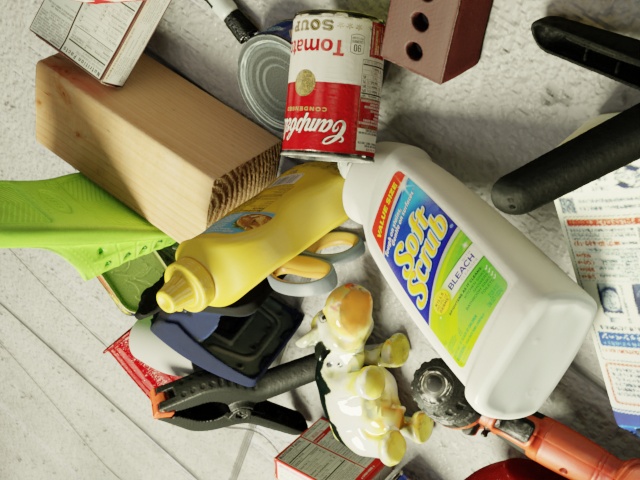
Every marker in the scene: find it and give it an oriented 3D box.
[{"bbox_3d":[-0.092,-0.205,0.856,0.121,0.020,0.020,51,139,3],"label":"marker"}]

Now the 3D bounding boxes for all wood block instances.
[{"bbox_3d":[-0.145,-0.086,0.931,0.206,0.090,0.090,33,135,21],"label":"wood block"}]

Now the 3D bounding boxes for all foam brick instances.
[{"bbox_3d":[0.080,-0.153,0.711,0.053,0.051,0.078,30,134,25],"label":"foam brick"}]

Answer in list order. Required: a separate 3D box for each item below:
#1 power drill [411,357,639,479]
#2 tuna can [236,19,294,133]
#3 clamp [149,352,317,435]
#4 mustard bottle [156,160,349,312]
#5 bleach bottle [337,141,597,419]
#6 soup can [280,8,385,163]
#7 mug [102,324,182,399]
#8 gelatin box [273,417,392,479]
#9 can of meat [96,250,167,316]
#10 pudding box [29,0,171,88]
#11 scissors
[{"bbox_3d":[0.159,0.142,0.769,0.188,0.184,0.057,29,90,21],"label":"power drill"},{"bbox_3d":[-0.024,-0.127,0.836,0.086,0.033,0.086,23,130,30],"label":"tuna can"},{"bbox_3d":[-0.067,0.140,0.982,0.120,0.171,0.039,-63,36,34],"label":"clamp"},{"bbox_3d":[-0.055,0.001,0.832,0.096,0.191,0.058,-6,112,44],"label":"mustard bottle"},{"bbox_3d":[0.080,0.008,0.752,0.251,0.067,0.103,48,118,46],"label":"bleach bottle"},{"bbox_3d":[0.010,-0.109,0.765,0.069,0.068,0.102,7,93,39],"label":"soup can"},{"bbox_3d":[-0.150,0.107,1.076,0.117,0.093,0.081,-38,94,27],"label":"mug"},{"bbox_3d":[0.012,0.211,1.001,0.089,0.073,0.030,20,128,32],"label":"gelatin box"},{"bbox_3d":[-0.194,0.025,1.058,0.102,0.057,0.084,55,164,-1],"label":"can of meat"},{"bbox_3d":[-0.179,-0.198,0.889,0.090,0.039,0.113,36,105,17],"label":"pudding box"},{"bbox_3d":[-0.041,0.007,0.919,0.202,0.096,0.016,20,132,52],"label":"scissors"}]
